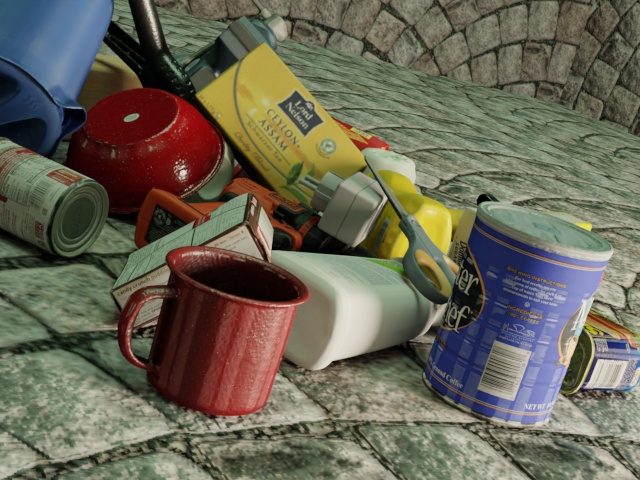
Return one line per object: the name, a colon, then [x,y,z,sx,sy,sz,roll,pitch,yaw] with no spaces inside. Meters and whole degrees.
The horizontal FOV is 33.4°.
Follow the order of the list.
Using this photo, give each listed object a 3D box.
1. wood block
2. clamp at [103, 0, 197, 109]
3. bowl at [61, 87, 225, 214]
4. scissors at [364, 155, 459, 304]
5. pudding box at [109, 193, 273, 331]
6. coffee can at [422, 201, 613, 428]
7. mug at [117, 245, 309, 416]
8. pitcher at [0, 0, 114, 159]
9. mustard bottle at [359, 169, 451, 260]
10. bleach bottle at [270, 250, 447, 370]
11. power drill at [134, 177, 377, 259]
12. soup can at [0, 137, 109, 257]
wood block: [-0.305,-0.170,1.220,0.205,0.091,0.090,1,22,-46]
clamp: [-0.184,-0.186,1.175,0.036,0.210,0.165,-30,8,-25]
bowl: [-0.174,-0.097,1.016,0.162,0.055,0.162,-4,43,4]
scissors: [0.071,-0.007,0.898,0.202,0.016,0.096,53,23,25]
pudding box: [-0.091,0.014,0.774,0.039,0.113,0.090,60,7,-15]
coffee can: [0.146,0.054,0.798,0.102,0.140,0.103,15,15,-4]
mug: [-0.072,0.057,0.669,0.117,0.081,0.093,5,19,-37]
pitcher: [-0.296,-0.189,1.052,0.149,0.145,0.242,43,34,-25]
mustard bottle: [0.064,-0.018,1.054,0.058,0.096,0.192,16,14,-21]
bleach bottle: [0.049,0.050,0.867,0.103,0.068,0.250,31,18,35]
power drill: [-0.056,0.001,0.942,0.185,0.057,0.187,28,17,28]
soup can: [-0.230,-0.035,0.858,0.102,0.068,0.068,24,17,24]
